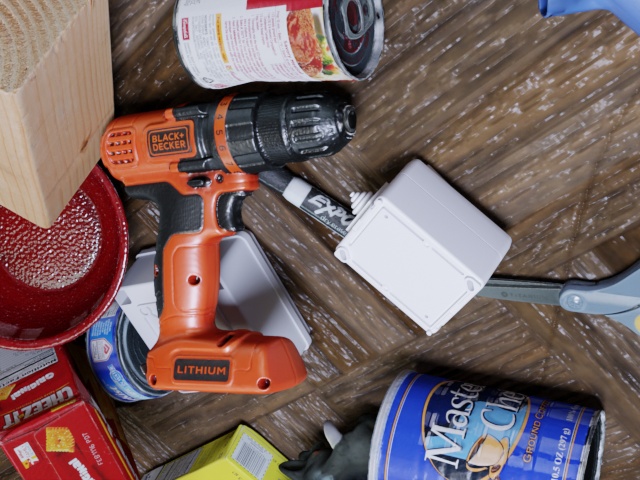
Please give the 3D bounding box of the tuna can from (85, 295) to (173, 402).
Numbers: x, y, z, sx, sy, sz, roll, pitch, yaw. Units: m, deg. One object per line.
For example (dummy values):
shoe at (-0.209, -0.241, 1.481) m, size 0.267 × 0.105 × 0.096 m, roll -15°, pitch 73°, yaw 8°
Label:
tuna can at (-0.140, 0.081, 0.827) m, size 0.034 × 0.086 × 0.086 m, roll -12°, pitch 121°, yaw 32°

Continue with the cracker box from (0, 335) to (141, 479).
cracker box at (-0.199, 0.144, 0.843) m, size 0.214 × 0.072 × 0.164 m, roll 46°, pitch 160°, yaw 58°

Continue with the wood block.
wood block at (-0.186, -0.096, 0.645) m, size 0.090 × 0.090 × 0.206 m, roll 30°, pitch 159°, yaw 2°

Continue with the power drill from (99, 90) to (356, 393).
power drill at (-0.054, 0.001, 0.680) m, size 0.185 × 0.057 × 0.187 m, roll -3°, pitch 91°, yaw 32°

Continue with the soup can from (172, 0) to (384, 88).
soup can at (-0.024, -0.121, 0.604) m, size 0.102 × 0.068 × 0.068 m, roll 1°, pitch 127°, yaw 29°

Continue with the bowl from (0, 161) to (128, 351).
bowl at (-0.212, -0.003, 0.788) m, size 0.162 × 0.055 × 0.162 m, roll 1°, pitch 96°, yaw 7°

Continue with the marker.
marker at (0.006, -0.019, 0.709) m, size 0.121 × 0.020 × 0.020 m, roll 33°, pitch 135°, yaw 0°

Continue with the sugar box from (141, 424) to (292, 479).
sugar box at (-0.092, 0.231, 0.956) m, size 0.093 × 0.048 × 0.177 m, roll 43°, pitch 133°, yaw -12°

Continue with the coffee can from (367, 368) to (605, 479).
coffee can at (0.115, 0.152, 0.735) m, size 0.140 × 0.102 × 0.103 m, roll 9°, pitch 131°, yaw 22°

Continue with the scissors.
scissors at (0.169, 0.022, 0.656) m, size 0.202 × 0.016 × 0.096 m, roll 18°, pitch 132°, yaw 15°
